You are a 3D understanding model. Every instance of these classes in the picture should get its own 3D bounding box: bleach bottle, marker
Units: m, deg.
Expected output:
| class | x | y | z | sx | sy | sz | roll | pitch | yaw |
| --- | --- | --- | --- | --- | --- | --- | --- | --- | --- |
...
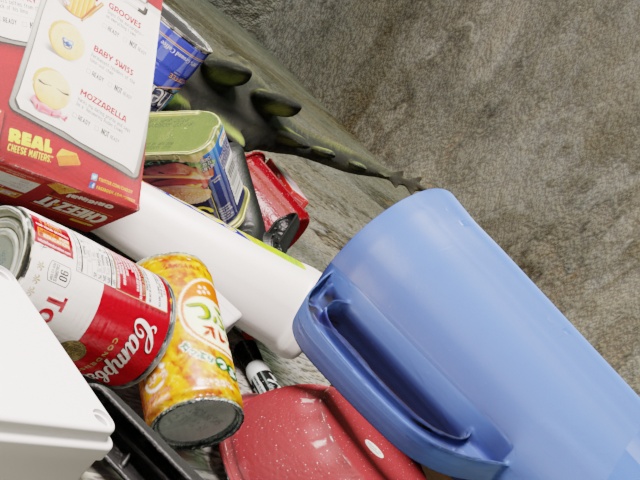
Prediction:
| class | x | y | z | sx | sy | sz | roll | pitch | yaw |
| --- | --- | --- | --- | --- | --- | --- | --- | --- | --- |
| bleach bottle | -0.115 | -0.006 | 0.765 | 0.250 | 0.068 | 0.103 | 31 | -2 | -14 |
| marker | -0.035 | 0.110 | 0.756 | 0.020 | 0.020 | 0.121 | 34 | 12 | -40 |

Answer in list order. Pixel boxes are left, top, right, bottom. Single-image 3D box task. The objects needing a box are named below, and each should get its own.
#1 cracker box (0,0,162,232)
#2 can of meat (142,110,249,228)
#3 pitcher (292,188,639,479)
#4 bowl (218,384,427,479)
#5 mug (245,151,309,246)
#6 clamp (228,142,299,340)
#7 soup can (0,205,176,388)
| class | x | y | z | sx | sy | sz | roll | pitch | yaw |
| --- | --- | --- | --- | --- | --- | --- | --- | --- | --- |
| cracker box | -0.186 | -0.131 | 0.669 | 0.163 | 0.072 | 0.213 | 21 | 63 | -40 |
| can of meat | -0.114 | -0.052 | 0.827 | 0.084 | 0.102 | 0.057 | 75 | 20 | -44 |
| pitcher | 0.103 | 0.094 | 0.654 | 0.243 | 0.149 | 0.145 | 47 | -9 | 26 |
| bowl | 0.015 | 0.141 | 0.644 | 0.162 | 0.055 | 0.162 | 40 | 18 | -17 |
| mug | -0.066 | -0.021 | 1.042 | 0.081 | 0.093 | 0.117 | 49 | -18 | 12 |
| clamp | -0.056 | 0.001 | 0.893 | 0.120 | 0.039 | 0.171 | 49 | 26 | -34 |
| soup can | -0.135 | 0.031 | 0.561 | 0.102 | 0.068 | 0.069 | 32 | 14 | -44 |
